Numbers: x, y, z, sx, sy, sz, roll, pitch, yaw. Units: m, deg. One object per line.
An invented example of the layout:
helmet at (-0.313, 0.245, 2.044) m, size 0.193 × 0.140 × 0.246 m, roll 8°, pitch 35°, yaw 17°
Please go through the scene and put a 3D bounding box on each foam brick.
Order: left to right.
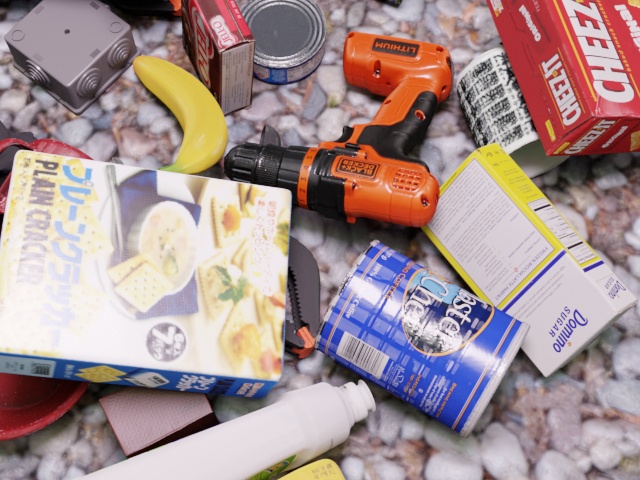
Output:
foam brick at (-0.127, 0.137, 0.851) m, size 0.078 × 0.051 × 0.053 m, roll -25°, pitch 71°, yaw -10°

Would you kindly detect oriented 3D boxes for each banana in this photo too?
banana at (-0.119, -0.111, 0.926) m, size 0.069 × 0.037 × 0.198 m, roll 10°, pitch 32°, yaw -23°

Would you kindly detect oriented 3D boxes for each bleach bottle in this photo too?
bleach bottle at (-0.075, 0.172, 0.822) m, size 0.250 × 0.103 × 0.068 m, roll -22°, pitch 75°, yaw -17°

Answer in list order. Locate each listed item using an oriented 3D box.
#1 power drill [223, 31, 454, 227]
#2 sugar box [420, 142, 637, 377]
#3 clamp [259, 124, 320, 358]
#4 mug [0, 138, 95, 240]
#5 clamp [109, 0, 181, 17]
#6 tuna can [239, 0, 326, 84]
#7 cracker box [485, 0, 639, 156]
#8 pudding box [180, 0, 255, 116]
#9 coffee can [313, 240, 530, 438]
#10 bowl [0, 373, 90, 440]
power drill at (0.028, -0.098, 0.919) m, size 0.184 × 0.057 × 0.187 m, roll 13°, pitch 55°, yaw 14°
sugar box at (0.165, 0.014, 0.878) m, size 0.048 × 0.093 × 0.176 m, roll -21°, pitch 66°, yaw -49°
clamp at (-0.056, 0.001, 0.910) m, size 0.164 × 0.036 × 0.210 m, roll -33°, pitch 76°, yaw -24°
mug at (-0.235, -0.038, 0.893) m, size 0.093 × 0.117 × 0.081 m, roll -2°, pitch 54°, yaw 44°
clamp at (-0.186, -0.279, 1.015) m, size 0.171 × 0.039 × 0.120 m, roll 31°, pitch 100°, yaw 9°
tuna can at (-0.037, -0.189, 0.993) m, size 0.086 × 0.034 × 0.086 m, roll 0°, pitch 68°, yaw 0°
cracker box at (0.266, -0.160, 0.918) m, size 0.213 × 0.072 × 0.164 m, roll -4°, pitch 66°, yaw -31°
pudding box at (-0.092, -0.176, 0.944) m, size 0.039 × 0.113 × 0.090 m, roll -21°, pitch 69°, yaw -12°
coffee can at (0.080, 0.077, 0.847) m, size 0.140 × 0.103 × 0.102 m, roll 29°, pitch 71°, yaw 11°
bowl at (-0.252, 0.088, 0.868) m, size 0.162 × 0.055 × 0.162 m, roll 0°, pitch 68°, yaw 0°
